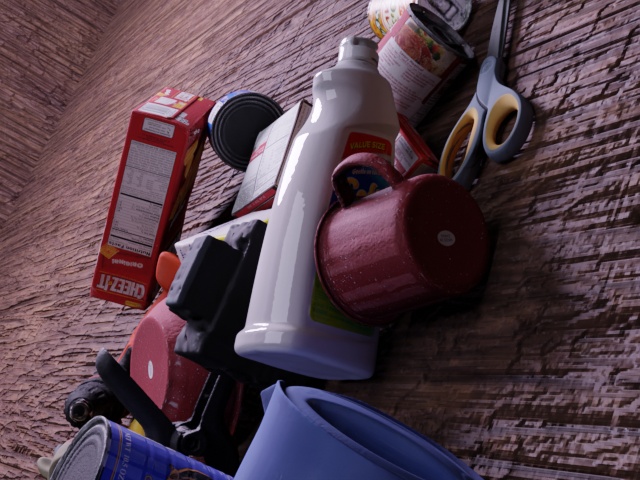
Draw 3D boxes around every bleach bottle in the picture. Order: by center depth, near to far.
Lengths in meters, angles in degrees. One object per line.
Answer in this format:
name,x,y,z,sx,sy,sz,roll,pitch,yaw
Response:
bleach bottle,0.007,-0.032,0.768,0.068,0.102,0.251,-8,67,44

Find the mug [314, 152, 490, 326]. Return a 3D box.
mug,0.051,-0.006,0.700,0.093,0.117,0.082,-35,9,-39

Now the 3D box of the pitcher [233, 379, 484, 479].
pitcher,-0.010,0.209,0.558,0.243,0.145,0.149,-63,10,3

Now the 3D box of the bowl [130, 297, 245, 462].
bowl,-0.122,0.110,0.918,0.162,0.055,0.162,-9,79,59

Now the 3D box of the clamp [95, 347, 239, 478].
clamp,-0.115,0.150,0.832,0.039,0.120,0.171,-167,77,-75

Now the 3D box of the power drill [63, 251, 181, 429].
power drill,-0.181,0.102,1.066,0.187,0.057,0.184,-56,-2,-1

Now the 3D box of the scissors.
scissors,0.137,-0.123,0.784,0.096,0.016,0.201,-12,51,59

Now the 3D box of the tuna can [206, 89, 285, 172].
tuna can,-0.079,-0.119,1.150,0.086,0.086,0.034,-58,20,4

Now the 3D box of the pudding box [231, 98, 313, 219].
pudding box,-0.040,-0.076,1.078,0.090,0.039,0.113,-29,39,51

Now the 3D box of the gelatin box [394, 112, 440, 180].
gelatin box,0.048,-0.049,0.838,0.089,0.030,0.073,-50,41,20

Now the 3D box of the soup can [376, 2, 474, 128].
soup can,0.068,-0.133,0.874,0.102,0.068,0.068,-50,24,24

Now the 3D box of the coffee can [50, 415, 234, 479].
coffee can,-0.117,0.200,0.761,0.103,0.140,0.103,-47,25,30

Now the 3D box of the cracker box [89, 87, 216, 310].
cracker box,-0.182,-0.050,1.187,0.164,0.072,0.214,-76,2,-73
